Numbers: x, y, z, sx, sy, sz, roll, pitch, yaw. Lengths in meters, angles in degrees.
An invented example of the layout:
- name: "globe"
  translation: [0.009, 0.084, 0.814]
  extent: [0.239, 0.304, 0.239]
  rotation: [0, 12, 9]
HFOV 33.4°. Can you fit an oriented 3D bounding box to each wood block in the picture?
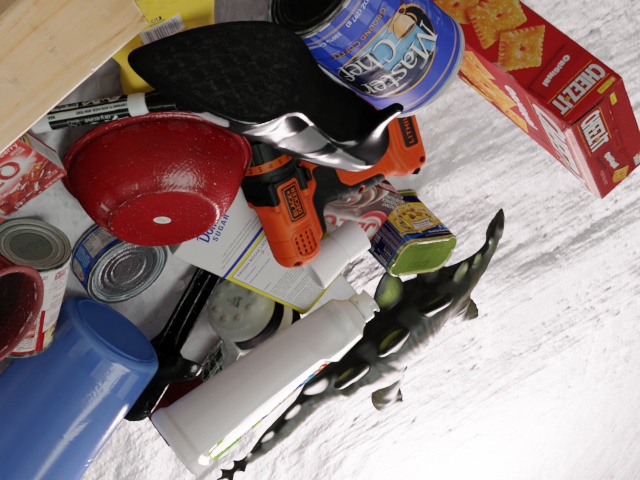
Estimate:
- name: "wood block"
  translation: [-0.229, -0.122, 0.698]
  extent: [0.206, 0.091, 0.090]
  rotation: [-44, 149, -9]

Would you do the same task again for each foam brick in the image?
- name: "foam brick"
  translation: [-0.156, 0.175, 1.160]
  extent: [0.052, 0.078, 0.051]
  rotation: [-10, 135, -40]

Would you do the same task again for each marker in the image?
- name: "marker"
  translation: [-0.164, -0.101, 0.822]
  extent: [0.121, 0.020, 0.020]
  rotation: [-9, 146, 7]

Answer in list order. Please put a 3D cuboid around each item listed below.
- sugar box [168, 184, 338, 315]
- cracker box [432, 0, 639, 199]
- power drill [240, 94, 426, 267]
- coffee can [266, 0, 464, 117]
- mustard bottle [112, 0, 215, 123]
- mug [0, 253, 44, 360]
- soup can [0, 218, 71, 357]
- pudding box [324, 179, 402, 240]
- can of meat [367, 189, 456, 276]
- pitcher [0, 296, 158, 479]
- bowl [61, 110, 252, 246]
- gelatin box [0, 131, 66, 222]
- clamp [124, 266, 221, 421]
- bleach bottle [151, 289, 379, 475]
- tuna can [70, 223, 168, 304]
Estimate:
- name: "sugar box"
  translation: [-0.057, 0.001, 1.044]
  extent: [0.176, 0.048, 0.093]
  rotation: [29, 106, -35]
- name: "cracker box"
  translation: [0.201, -0.152, 1.016]
  extent: [0.072, 0.214, 0.164]
  rotation: [-44, 148, 4]
- name: "power drill"
  translation: [0.004, -0.091, 0.993]
  extent: [0.187, 0.057, 0.184]
  rotation: [-31, 117, -28]
- name: "coffee can"
  translation: [0.039, -0.179, 0.891]
  extent: [0.140, 0.103, 0.103]
  rotation: [29, 107, -42]
- name: "mustard bottle"
  translation: [-0.114, -0.141, 0.843]
  extent: [0.096, 0.058, 0.191]
  rotation: [-27, 146, -4]
- name: "mug"
  translation: [-0.274, 0.046, 0.831]
  extent: [0.093, 0.082, 0.117]
  rotation: [-50, 156, -20]
- name: "soup can"
  translation: [-0.253, 0.041, 0.908]
  extent: [0.068, 0.069, 0.102]
  rotation: [-12, 137, -38]
- name: "pudding box"
  translation: [0.019, -0.034, 1.118]
  extent: [0.113, 0.039, 0.090]
  rotation: [18, 116, -42]
- name: "can of meat"
  translation: [0.092, -0.008, 1.196]
  extent: [0.101, 0.084, 0.057]
  rotation: [-7, 134, -42]
- name: "pitcher"
  translation: [-0.262, 0.174, 1.017]
  extent: [0.144, 0.149, 0.243]
  rotation: [34, 100, -33]
- name: "bowl"
  translation: [-0.133, -0.040, 0.890]
  extent: [0.162, 0.055, 0.162]
  rotation: [-9, 153, -5]
- name: "gelatin box"
  translation: [-0.253, -0.048, 0.821]
  extent: [0.089, 0.030, 0.073]
  rotation: [-35, 154, 6]
- name: "clamp"
  translation: [-0.158, 0.125, 1.066]
  extent: [0.036, 0.164, 0.210]
  rotation: [29, 121, -16]
- name: "bleach bottle"
  translation: [-0.046, 0.132, 1.072]
  extent: [0.250, 0.068, 0.102]
  rotation: [-36, 164, -11]
- name: "tuna can"
  translation: [-0.184, 0.018, 0.983]
  extent: [0.086, 0.034, 0.086]
  rotation: [-27, 145, -21]
